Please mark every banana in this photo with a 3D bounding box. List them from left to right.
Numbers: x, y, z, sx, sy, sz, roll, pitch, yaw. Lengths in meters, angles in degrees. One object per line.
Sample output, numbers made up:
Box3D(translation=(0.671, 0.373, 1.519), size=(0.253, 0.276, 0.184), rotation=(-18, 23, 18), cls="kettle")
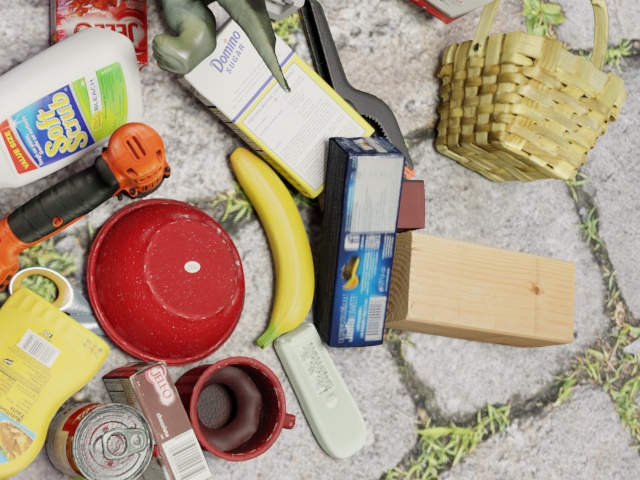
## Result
Box3D(translation=(-0.042, 0.004, 1.048), size=(0.069, 0.037, 0.198), rotation=(-5, 84, -40), cls="banana")

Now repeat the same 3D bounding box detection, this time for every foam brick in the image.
Box3D(translation=(0.063, -0.035, 1.103), size=(0.078, 0.053, 0.051), rotation=(0, 83, -26), cls="foam brick")

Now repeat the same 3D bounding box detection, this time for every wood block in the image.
Box3D(translation=(0.157, 0.055, 1.119), size=(0.205, 0.090, 0.091), rotation=(10, 77, -26), cls="wood block")

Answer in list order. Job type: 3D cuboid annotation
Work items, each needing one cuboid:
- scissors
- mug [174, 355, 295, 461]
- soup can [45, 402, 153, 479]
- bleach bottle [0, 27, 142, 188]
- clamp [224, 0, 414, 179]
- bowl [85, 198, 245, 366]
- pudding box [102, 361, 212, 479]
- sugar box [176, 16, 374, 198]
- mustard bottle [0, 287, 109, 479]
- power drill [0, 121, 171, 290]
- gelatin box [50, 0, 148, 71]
Box3D(translation=(-0.198, 0.059, 0.976), size=(0.201, 0.016, 0.096), rotation=(-12, 89, -28), cls="scissors")
Box3D(translation=(-0.079, 0.156, 0.986), size=(0.117, 0.082, 0.093), rotation=(14, 77, -25), cls="mug")
Box3D(translation=(-0.191, 0.173, 0.914), size=(0.068, 0.102, 0.068), rotation=(4, 81, -27), cls="soup can")
Box3D(translation=(-0.242, -0.088, 0.873), size=(0.250, 0.068, 0.102), rotation=(-49, 147, -50), cls="bleach bottle")
Box3D(translation=(0.018, -0.138, 1.101), size=(0.209, 0.036, 0.164), rotation=(32, 74, -18), cls="clamp")
Box3D(translation=(-0.129, 0.032, 0.982), size=(0.161, 0.055, 0.162), rotation=(9, 72, -30), cls="bowl")
Box3D(translation=(-0.146, 0.163, 0.946), size=(0.039, 0.090, 0.113), rotation=(-22, 94, -27), cls="pudding box")
Box3D(translation=(-0.043, -0.131, 1.030), size=(0.176, 0.048, 0.093), rotation=(43, 82, -16), cls="sugar box")
Box3D(translation=(-0.268, 0.141, 0.892), size=(0.096, 0.058, 0.191), rotation=(35, 79, -2), cls="mustard bottle")
Box3D(translation=(-0.214, -0.029, 0.908), size=(0.187, 0.184, 0.057), rotation=(-35, 90, -11), cls="power drill")
Box3D(translation=(-0.206, -0.200, 0.998), size=(0.089, 0.030, 0.073), rotation=(1, 83, -27), cls="gelatin box")
